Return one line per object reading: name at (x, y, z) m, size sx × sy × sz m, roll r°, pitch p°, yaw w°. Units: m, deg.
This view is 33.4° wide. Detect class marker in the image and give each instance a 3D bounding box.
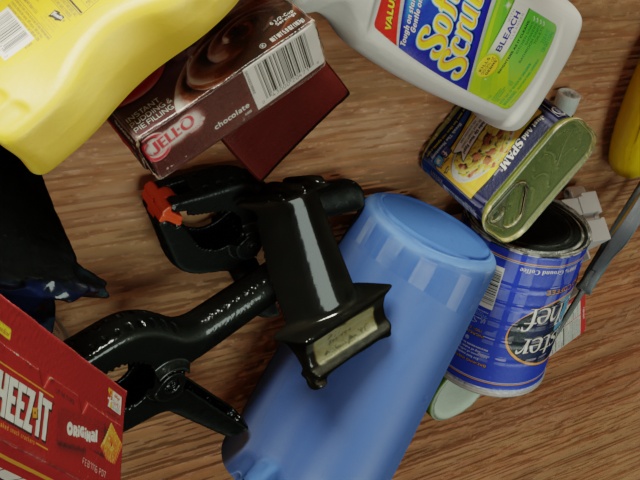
marker at (0.183, -0.067, 0.869) m, size 0.020 × 0.020 × 0.121 m, roll -13°, pitch 133°, yaw -33°

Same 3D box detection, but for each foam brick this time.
foam brick at (-0.033, -0.086, 0.636) m, size 0.078 × 0.053 × 0.051 m, roll -45°, pitch 142°, yaw 1°

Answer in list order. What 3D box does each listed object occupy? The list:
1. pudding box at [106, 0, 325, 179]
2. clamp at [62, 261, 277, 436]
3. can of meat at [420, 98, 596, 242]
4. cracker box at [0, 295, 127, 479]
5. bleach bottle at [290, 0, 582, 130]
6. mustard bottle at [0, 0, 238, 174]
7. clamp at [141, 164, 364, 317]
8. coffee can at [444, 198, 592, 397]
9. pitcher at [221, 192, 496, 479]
pudding box at (-0.067, -0.096, 0.568) m, size 0.113 × 0.090 × 0.039 m, roll -34°, pitch 143°, yaw -12°
clamp at (-0.103, 0.089, 0.694) m, size 0.209 × 0.036 × 0.165 m, roll -14°, pitch 134°, yaw -38°
can of meat at (0.133, -0.064, 0.775) m, size 0.102 × 0.084 × 0.057 m, roll -51°, pitch 141°, yaw 10°
cracker box at (-0.223, 0.091, 0.515) m, size 0.214 × 0.072 × 0.164 m, roll -6°, pitch 155°, yaw 10°
bleach bottle at (0.054, -0.142, 0.654) m, size 0.250 × 0.068 × 0.103 m, roll 10°, pitch 118°, yaw -43°
mustard bottle at (-0.091, -0.124, 0.515) m, size 0.191 × 0.096 × 0.058 m, roll -42°, pitch 142°, yaw -2°
clamp at (-0.055, 0.001, 0.712) m, size 0.171 × 0.039 × 0.120 m, roll 9°, pitch 116°, yaw -44°
coffee can at (0.150, 0.041, 0.867) m, size 0.102 × 0.103 × 0.140 m, roll -13°, pitch 128°, yaw -33°
pitcher at (0.036, 0.089, 0.811) m, size 0.145 × 0.149 × 0.243 m, roll 21°, pitch 110°, yaw -17°
